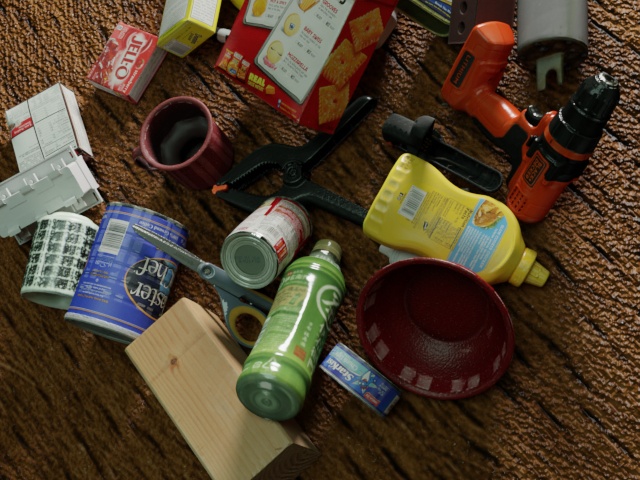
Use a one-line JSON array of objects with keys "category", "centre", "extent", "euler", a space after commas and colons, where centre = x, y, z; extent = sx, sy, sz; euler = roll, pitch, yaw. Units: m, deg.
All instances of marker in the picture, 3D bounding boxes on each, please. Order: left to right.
[{"category": "marker", "centre": [-0.098, -0.248, 1.320], "extent": [0.121, 0.020, 0.020], "euler": [18, 78, 25]}]

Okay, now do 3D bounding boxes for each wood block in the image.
[{"category": "wood block", "centre": [-0.104, 0.171, 1.128], "extent": [0.091, 0.090, 0.206], "euler": [-42, 62, 3]}]

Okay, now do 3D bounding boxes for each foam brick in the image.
[{"category": "foam brick", "centre": [0.178, -0.252, 1.173], "extent": [0.053, 0.051, 0.078], "euler": [-162, 76, -66]}]

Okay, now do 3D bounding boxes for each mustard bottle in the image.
[{"category": "mustard bottle", "centre": [0.146, -0.005, 1.098], "extent": [0.191, 0.058, 0.096], "euler": [29, 82, 7]}]

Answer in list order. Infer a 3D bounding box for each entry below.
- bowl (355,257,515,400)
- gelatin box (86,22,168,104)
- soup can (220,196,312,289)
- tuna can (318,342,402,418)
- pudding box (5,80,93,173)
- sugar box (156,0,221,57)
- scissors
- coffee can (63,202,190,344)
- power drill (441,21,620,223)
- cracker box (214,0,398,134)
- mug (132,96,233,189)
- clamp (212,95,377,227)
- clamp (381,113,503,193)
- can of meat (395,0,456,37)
[{"category": "bowl", "centre": [0.119, 0.078, 1.070], "extent": [0.162, 0.055, 0.162], "euler": [10, 119, 18]}, {"category": "gelatin box", "centre": [-0.246, -0.227, 1.361], "extent": [0.073, 0.030, 0.089], "euler": [25, 81, 26]}, {"category": "soup can", "centre": [-0.058, 0.001, 1.153], "extent": [0.069, 0.102, 0.068], "euler": [9, 117, 18]}, {"category": "tuna can", "centre": [0.041, 0.142, 1.086], "extent": [0.086, 0.086, 0.033], "euler": [36, 84, 27]}, {"category": "pudding box", "centre": [-0.347, -0.135, 1.362], "extent": [0.090, 0.039, 0.113], "euler": [-26, 66, 10]}, {"category": "sugar box", "centre": [-0.153, -0.326, 1.331], "extent": [0.094, 0.048, 0.176], "euler": [-19, 55, 55]}, {"category": "scissors", "centre": [-0.122, 0.055, 1.169], "extent": [0.201, 0.016, 0.096], "euler": [16, 83, -4]}, {"category": "coffee can", "centre": [-0.218, 0.040, 1.211], "extent": [0.103, 0.102, 0.140], "euler": [12, 75, 24]}, {"category": "power drill", "centre": [0.210, -0.139, 1.095], "extent": [0.188, 0.057, 0.185], "euler": [60, 140, 33]}, {"category": "cracker box", "centre": [-0.009, -0.251, 1.200], "extent": [0.164, 0.072, 0.214], "euler": [37, 106, 38]}, {"category": "mug", "centre": [-0.164, -0.106, 1.257], "extent": [0.117, 0.081, 0.093], "euler": [-17, 66, 14]}, {"category": "clamp", "centre": [-0.020, -0.064, 1.213], "extent": [0.210, 0.036, 0.164], "euler": [-17, 66, 13]}, {"category": "clamp", "centre": [0.108, -0.106, 1.128], "extent": [0.039, 0.120, 0.172], "euler": [-52, 35, -7]}, {"category": "can of meat", "centre": [0.128, -0.291, 1.209], "extent": [0.084, 0.102, 0.058], "euler": [-64, 20, -7]}]
